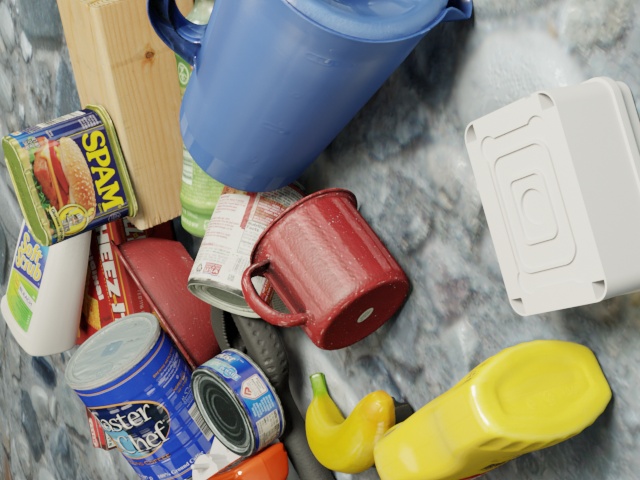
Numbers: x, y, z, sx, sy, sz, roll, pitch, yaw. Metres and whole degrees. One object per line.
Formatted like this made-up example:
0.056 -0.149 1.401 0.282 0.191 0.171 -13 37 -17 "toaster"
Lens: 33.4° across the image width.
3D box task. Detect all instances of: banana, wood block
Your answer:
0.017 0.140 0.793 0.198 0.037 0.069 168 89 -74 "banana"
-0.154 -0.127 0.932 0.090 0.090 0.206 36 141 46 "wood block"

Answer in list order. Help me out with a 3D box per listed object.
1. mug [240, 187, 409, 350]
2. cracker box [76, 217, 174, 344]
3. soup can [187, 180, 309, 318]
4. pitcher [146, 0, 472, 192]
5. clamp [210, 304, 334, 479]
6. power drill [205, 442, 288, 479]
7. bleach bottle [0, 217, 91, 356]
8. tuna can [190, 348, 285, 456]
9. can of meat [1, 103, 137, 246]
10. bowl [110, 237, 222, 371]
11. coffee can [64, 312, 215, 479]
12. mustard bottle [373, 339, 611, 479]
0.000 0.026 0.753 0.081 0.117 0.093 53 142 26 "mug"
-0.227 0.030 1.164 0.214 0.072 0.164 -9 93 58 "cracker box"
-0.055 0.001 0.830 0.069 0.068 0.102 -13 53 59 "soup can"
-0.027 -0.131 0.704 0.149 0.144 0.243 55 151 8 "pitcher"
-0.047 0.121 0.906 0.165 0.036 0.210 35 144 45 "clamp"
-0.017 0.264 0.887 0.187 0.057 0.185 61 149 3 "power drill"
-0.278 0.000 1.109 0.103 0.067 0.251 50 136 36 "bleach bottle"
-0.069 0.134 0.878 0.086 0.033 0.086 35 141 35 "tuna can"
-0.212 -0.054 0.900 0.058 0.083 0.102 20 129 56 "can of meat"
-0.129 0.054 0.993 0.162 0.055 0.162 55 171 12 "bowl"
-0.166 0.155 1.031 0.103 0.102 0.140 14 139 56 "coffee can"
0.087 0.123 0.661 0.192 0.096 0.058 -48 60 54 "mustard bottle"
